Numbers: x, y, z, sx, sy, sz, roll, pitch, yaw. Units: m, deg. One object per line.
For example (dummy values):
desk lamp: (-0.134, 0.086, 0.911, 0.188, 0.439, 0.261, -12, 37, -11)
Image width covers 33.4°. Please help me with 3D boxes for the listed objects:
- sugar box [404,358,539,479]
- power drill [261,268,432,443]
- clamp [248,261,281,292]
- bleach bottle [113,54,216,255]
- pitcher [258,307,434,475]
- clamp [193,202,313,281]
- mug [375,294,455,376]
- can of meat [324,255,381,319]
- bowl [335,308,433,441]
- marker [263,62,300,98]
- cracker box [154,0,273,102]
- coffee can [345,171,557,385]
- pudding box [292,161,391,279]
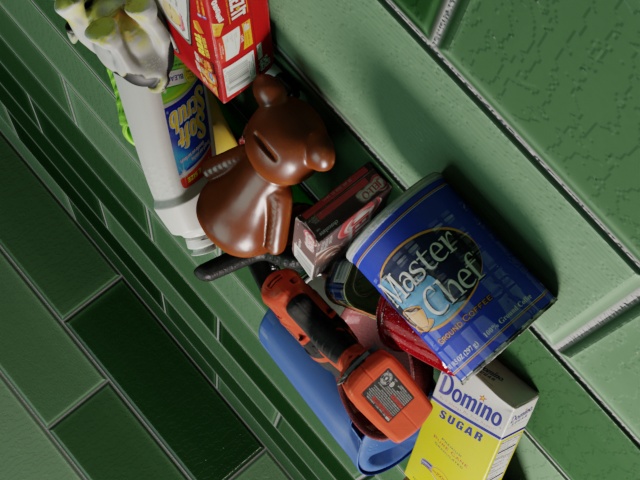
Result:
sugar box: (0.148, 0.198, 1.077, 0.093, 0.048, 0.176, 40, 134, 35)
power drill: (0.032, 0.123, 1.065, 0.184, 0.057, 0.188, 48, 174, -36)
clamp: (-0.106, -0.017, 1.433, 0.210, 0.036, 0.164, 61, -179, 0)
bleach bottle: (-0.147, -0.110, 1.104, 0.068, 0.102, 0.251, -4, 106, 37)
pitcher: (0.035, 0.171, 1.357, 0.243, 0.144, 0.149, 45, 152, 34)
clamp: (-0.058, 0.001, 1.178, 0.171, 0.120, 0.039, 10, 161, 13)
mug: (0.112, 0.061, 0.960, 0.082, 0.093, 0.117, 26, 115, 47)
can of meat: (0.061, 0.051, 1.060, 0.102, 0.057, 0.084, 22, 173, -14)
bowl: (0.078, 0.139, 1.191, 0.162, 0.055, 0.162, 11, 103, 59)
marker: (-0.061, -0.173, 1.018, 0.121, 0.020, 0.020, 45, 163, 22)
cracker box: (-0.134, -0.250, 0.955, 0.214, 0.072, 0.164, 46, 164, 21)
coffee can: (0.104, 0.030, 0.856, 0.140, 0.102, 0.103, 48, 164, 10)
pudding box: (0.018, -0.017, 1.017, 0.039, 0.090, 0.113, 50, 165, 10)
